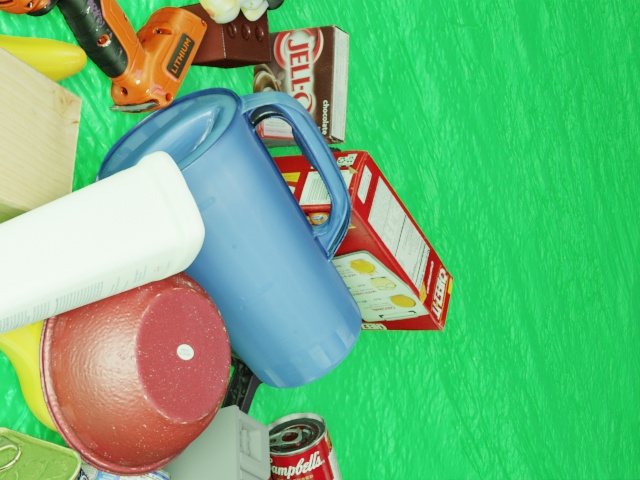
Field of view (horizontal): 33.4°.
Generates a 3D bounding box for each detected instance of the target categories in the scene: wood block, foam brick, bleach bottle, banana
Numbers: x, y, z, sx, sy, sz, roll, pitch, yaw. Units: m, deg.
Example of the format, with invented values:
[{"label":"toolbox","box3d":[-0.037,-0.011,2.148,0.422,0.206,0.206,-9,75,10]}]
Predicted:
[{"label":"wood block","box3d":[-0.231,-0.072,0.623,0.206,0.090,0.091,33,59,-73]},{"label":"foam brick","box3d":[-0.088,-0.185,0.962,0.078,0.051,0.053,-12,98,-59]},{"label":"bleach bottle","box3d":[-0.199,0.028,0.637,0.250,0.103,0.068,-23,80,-22]},{"label":"banana","box3d":[-0.236,-0.135,0.698,0.037,0.070,0.197,56,13,29]}]

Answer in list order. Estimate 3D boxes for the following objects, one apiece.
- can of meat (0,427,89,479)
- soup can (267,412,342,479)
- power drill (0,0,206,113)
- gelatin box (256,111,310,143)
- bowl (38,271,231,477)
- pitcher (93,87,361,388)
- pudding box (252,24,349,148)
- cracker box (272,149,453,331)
[{"label":"can of meat","box3d":[-0.190,0.181,0.719,0.057,0.102,0.084,-52,135,-36]},{"label":"soup can","box3d":[-0.015,0.230,1.050,0.068,0.069,0.102,-46,127,-51]},{"label":"power drill","box3d":[-0.165,-0.205,0.827,0.187,0.057,0.184,50,51,-43]},{"label":"gelatin box","box3d":[-0.060,-0.105,0.983,0.089,0.073,0.030,-7,95,-60]},{"label":"bowl","box3d":[-0.113,0.081,0.737,0.161,0.055,0.162,14,71,-49]},{"label":"pitcher","box3d":[-0.056,0.001,0.867,0.144,0.149,0.242,-54,126,-30]},{"label":"pudding box","box3d":[-0.020,-0.148,1.039,0.039,0.090,0.113,6,83,-60]},{"label":"cracker box","box3d":[0.011,0.005,1.010,0.213,0.164,0.072,51,47,-45]}]
